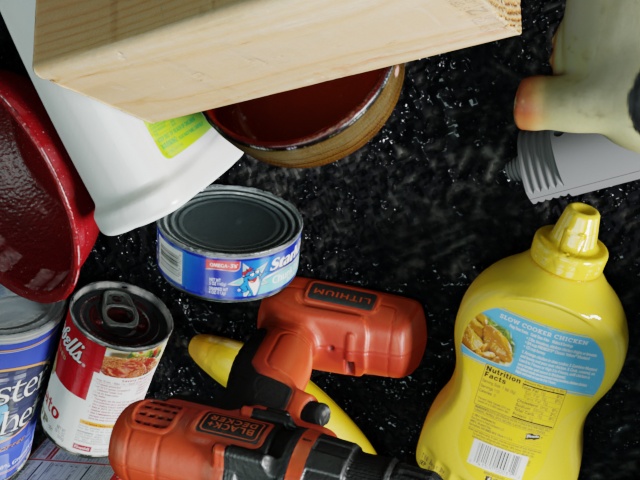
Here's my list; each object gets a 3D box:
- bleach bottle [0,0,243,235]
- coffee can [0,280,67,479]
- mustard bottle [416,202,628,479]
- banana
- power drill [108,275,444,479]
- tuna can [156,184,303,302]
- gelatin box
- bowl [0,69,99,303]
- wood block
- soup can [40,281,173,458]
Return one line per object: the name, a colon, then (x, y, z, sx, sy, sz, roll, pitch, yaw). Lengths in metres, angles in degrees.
bleach bottle: (-0.138, -0.134, 0.584, 0.068, 0.102, 0.251, -18, 107, 34)
coffee can: (-0.237, 0.085, 0.726, 0.103, 0.102, 0.140, 25, 121, 7)
mustard bottle: (0.122, 0.065, 0.614, 0.096, 0.058, 0.192, 19, 120, 12)
banana: (-0.007, 0.132, 0.705, 0.070, 0.037, 0.198, -31, 101, 28)
power drill: (0.002, 0.090, 0.594, 0.184, 0.187, 0.057, 11, 116, 16)
tuna can: (-0.054, 0.001, 0.630, 0.086, 0.086, 0.034, 13, 120, 13)
gelatin box: (-0.173, 0.172, 0.762, 0.089, 0.073, 0.030, 0, 115, 19)
bowl: (-0.183, -0.044, 0.654, 0.162, 0.055, 0.162, 27, 135, 30)
wood block: (-0.024, -0.125, 0.482, 0.206, 0.090, 0.091, -8, 75, 32)
soup can: (-0.144, 0.087, 0.714, 0.068, 0.068, 0.102, 26, 121, 6)
